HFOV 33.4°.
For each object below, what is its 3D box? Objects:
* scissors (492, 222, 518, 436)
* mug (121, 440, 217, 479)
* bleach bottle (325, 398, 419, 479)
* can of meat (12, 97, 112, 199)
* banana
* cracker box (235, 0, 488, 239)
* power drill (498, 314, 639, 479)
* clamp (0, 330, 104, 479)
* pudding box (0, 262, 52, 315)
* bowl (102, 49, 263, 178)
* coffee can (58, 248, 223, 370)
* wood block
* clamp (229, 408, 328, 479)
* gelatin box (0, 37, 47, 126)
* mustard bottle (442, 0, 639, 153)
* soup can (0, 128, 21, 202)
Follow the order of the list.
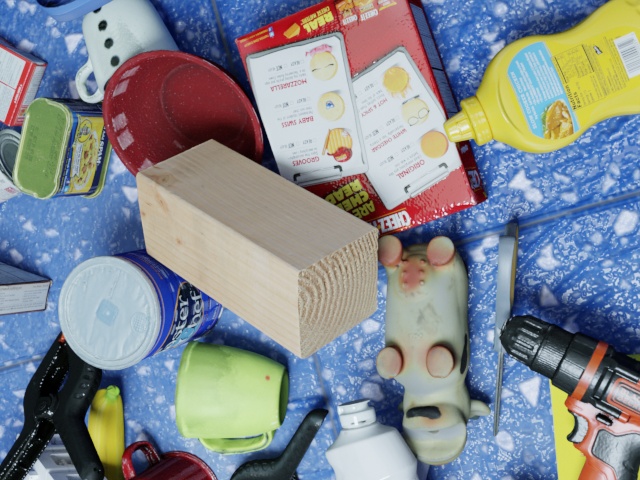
[{"bbox_3d":[0.163,0.070,0.945,0.016,0.096,0.202,5,128,13],"label":"scissors"},{"bbox_3d":[-0.161,0.254,1.058,0.093,0.081,0.117,-26,86,21],"label":"mug"},{"bbox_3d":[0.048,0.262,0.909,0.103,0.068,0.251,-14,88,22],"label":"bleach bottle"},{"bbox_3d":[-0.253,-0.091,1.058,0.057,0.083,0.102,18,101,18],"label":"can of meat"},{"bbox_3d":[-0.218,0.231,1.087,0.037,0.069,0.198,-1,103,-6],"label":"banana"},{"bbox_3d":[0.037,-0.109,0.955,0.164,0.072,0.214,-19,89,21],"label":"cracker box"},{"bbox_3d":[0.205,0.172,0.876,0.184,0.057,0.188,27,106,16],"label":"power drill"},{"bbox_3d":[-0.251,0.170,1.035,0.165,0.036,0.210,-18,44,32],"label":"clamp"},{"bbox_3d":[-0.343,0.047,1.089,0.090,0.113,0.039,18,98,18],"label":"pudding box"},{"bbox_3d":[-0.120,-0.114,1.002,0.162,0.055,0.162,11,127,15],"label":"bowl"},{"bbox_3d":[-0.165,0.058,1.009,0.103,0.140,0.103,2,96,20],"label":"coffee can"},{"bbox_3d":[-0.056,0.002,0.909,0.206,0.090,0.090,30,135,36],"label":"wood block"},{"bbox_3d":[-0.024,0.245,1.029,0.172,0.039,0.120,-37,90,27],"label":"clamp"},{"bbox_3d":[-0.336,-0.170,1.110,0.089,0.030,0.073,29,106,16],"label":"gelatin box"},{"bbox_3d":[0.192,-0.125,0.875,0.191,0.058,0.096,-23,93,4],"label":"mustard bottle"},{"bbox_3d":[-0.353,-0.067,1.106,0.102,0.068,0.068,-21,88,20],"label":"soup can"}]
